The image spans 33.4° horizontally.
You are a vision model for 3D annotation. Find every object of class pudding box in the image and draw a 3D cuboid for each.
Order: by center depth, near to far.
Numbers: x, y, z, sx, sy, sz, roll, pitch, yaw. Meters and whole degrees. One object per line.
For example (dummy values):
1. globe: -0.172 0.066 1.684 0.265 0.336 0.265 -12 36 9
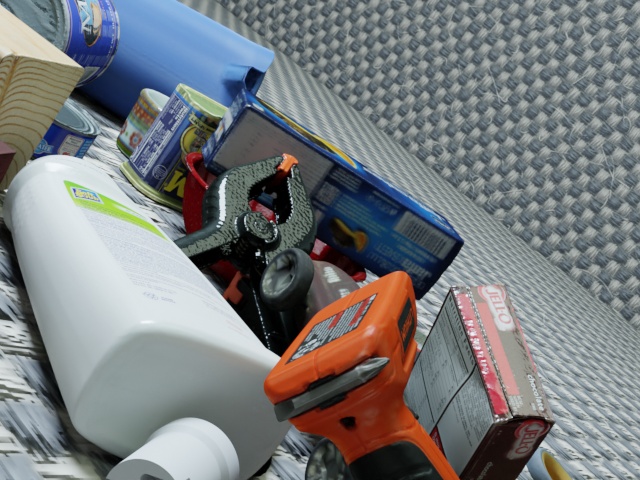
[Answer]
1. pudding box: 0.084 0.092 0.600 0.039 0.114 0.090 1 50 -17

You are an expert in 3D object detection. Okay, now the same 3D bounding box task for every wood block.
1. wood block: -0.254 -0.124 0.611 0.206 0.091 0.090 38 12 10

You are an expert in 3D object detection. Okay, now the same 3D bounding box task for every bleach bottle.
1. bleach bottle: -0.103 0.018 0.544 0.102 0.068 0.251 28 11 -34

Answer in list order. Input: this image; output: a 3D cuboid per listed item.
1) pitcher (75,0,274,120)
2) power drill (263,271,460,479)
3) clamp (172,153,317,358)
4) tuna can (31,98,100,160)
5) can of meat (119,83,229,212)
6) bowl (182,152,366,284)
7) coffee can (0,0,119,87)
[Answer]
1. pitcher: -0.179 -0.176 1.016 0.242 0.149 0.145 30 27 -13
2. power drill: 0.057 0.109 0.468 0.187 0.057 0.184 59 16 -4
3. clamp: -0.054 0.001 0.671 0.120 0.039 0.171 30 39 -20
4. tuna can: -0.202 -0.087 0.762 0.086 0.034 0.086 34 11 -8
5. can of meat: -0.097 -0.068 0.868 0.101 0.084 0.057 25 15 -45
6. bowl: -0.046 0.002 0.799 0.162 0.055 0.162 34 11 -8
7. coffee can: -0.230 -0.173 0.860 0.103 0.103 0.140 35 11 0
